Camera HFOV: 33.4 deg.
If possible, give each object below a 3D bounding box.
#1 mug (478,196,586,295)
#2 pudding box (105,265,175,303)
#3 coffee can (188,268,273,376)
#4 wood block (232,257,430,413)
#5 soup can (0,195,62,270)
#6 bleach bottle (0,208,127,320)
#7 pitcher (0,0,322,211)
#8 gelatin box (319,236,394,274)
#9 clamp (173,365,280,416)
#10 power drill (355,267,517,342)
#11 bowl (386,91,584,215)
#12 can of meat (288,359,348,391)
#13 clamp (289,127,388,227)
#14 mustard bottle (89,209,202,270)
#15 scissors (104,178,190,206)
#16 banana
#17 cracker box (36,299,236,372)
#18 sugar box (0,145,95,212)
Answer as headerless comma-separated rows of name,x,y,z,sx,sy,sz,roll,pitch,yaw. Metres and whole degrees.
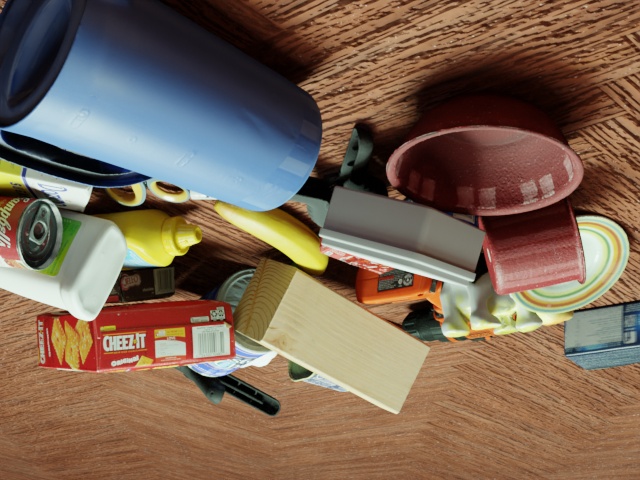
mug,0.193,-0.006,0.994,0.081,0.093,0.117,-13,111,4
pudding box,-0.236,0.054,1.250,0.090,0.039,0.113,-5,178,25
coffee can,-0.106,0.103,1.302,0.102,0.103,0.141,16,155,-24
wood block,0.011,0.110,1.220,0.205,0.091,0.090,31,172,-29
soup can,-0.307,-0.010,1.015,0.102,0.068,0.068,6,159,22
bleach bottle,-0.328,0.005,1.090,0.251,0.102,0.068,12,151,20
pitcher,-0.124,-0.100,0.801,0.242,0.145,0.149,22,172,-40
gelatin box,0.055,0.003,1.127,0.089,0.030,0.073,21,151,-33
clamp,-0.166,0.173,1.438,0.210,0.036,0.164,29,179,23
power drill,0.128,0.071,1.241,0.185,0.057,0.187,-16,151,41
bowl,0.136,-0.078,0.889,0.162,0.055,0.162,5,157,2
can of meat,0.010,0.137,1.362,0.083,0.102,0.058,21,152,-37
clamp,0.006,-0.045,1.002,0.120,0.039,0.171,-10,152,12
mustard bottle,-0.214,0.001,1.146,0.192,0.058,0.096,-5,157,23
scissors,-0.165,-0.077,1.007,0.096,0.016,0.202,8,157,-9
banana,-0.039,0.001,1.133,0.070,0.037,0.197,-7,154,23
cracker box,-0.218,0.108,1.228,0.163,0.072,0.214,-3,178,-31
sugar box,-0.302,-0.071,1.002,0.176,0.048,0.093,14,166,-13
